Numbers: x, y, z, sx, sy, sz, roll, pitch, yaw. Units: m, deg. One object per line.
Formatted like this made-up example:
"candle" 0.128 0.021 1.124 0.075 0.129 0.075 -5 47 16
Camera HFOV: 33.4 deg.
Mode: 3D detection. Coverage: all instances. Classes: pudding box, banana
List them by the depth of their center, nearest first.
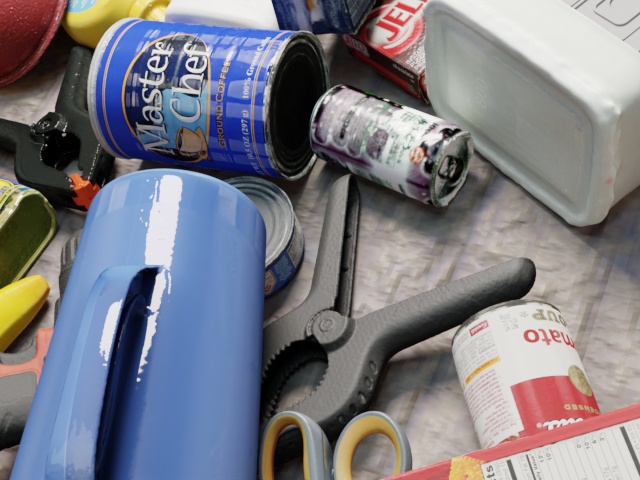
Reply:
"banana" -0.239 0.107 0.705 0.069 0.037 0.197 11 60 1
"pudding box" 0.084 -0.163 0.783 0.113 0.039 0.090 -41 53 -13

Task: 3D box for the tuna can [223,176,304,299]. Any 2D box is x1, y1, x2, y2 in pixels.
"tuna can" -0.055 0.001 0.718 0.086 0.033 0.086 -9 54 12

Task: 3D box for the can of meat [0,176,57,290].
"can of meat" -0.254 -0.003 0.771 0.084 0.057 0.102 20 64 26

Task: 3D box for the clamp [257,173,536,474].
"clamp" 0.007 0.053 0.659 0.210 0.036 0.165 -44 46 -9

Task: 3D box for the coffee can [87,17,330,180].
"coffee can" -0.077 -0.101 0.752 0.140 0.102 0.102 9 60 23

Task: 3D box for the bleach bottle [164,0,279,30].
"bleach bottle" -0.029 -0.241 0.861 0.103 0.068 0.250 15 58 16

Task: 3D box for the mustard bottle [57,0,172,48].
"mustard bottle" -0.181 -0.209 0.888 0.192 0.058 0.096 34 73 33

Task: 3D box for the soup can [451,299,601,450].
"soup can" 0.115 0.092 0.578 0.068 0.068 0.102 -17 52 6

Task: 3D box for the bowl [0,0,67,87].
"bowl" -0.279 -0.209 0.877 0.162 0.055 0.162 -6 79 35

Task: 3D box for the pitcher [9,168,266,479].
"pitcher" -0.093 0.078 0.571 0.149 0.144 0.243 -33 42 42

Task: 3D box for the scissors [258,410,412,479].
"scissors" 0.022 0.177 0.555 0.096 0.016 0.202 -27 62 14

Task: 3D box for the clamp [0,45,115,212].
"clamp" -0.214 -0.076 0.821 0.120 0.039 0.171 -30 46 4
